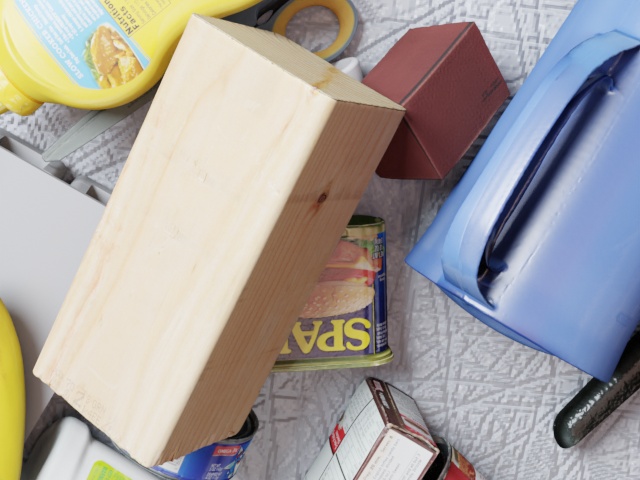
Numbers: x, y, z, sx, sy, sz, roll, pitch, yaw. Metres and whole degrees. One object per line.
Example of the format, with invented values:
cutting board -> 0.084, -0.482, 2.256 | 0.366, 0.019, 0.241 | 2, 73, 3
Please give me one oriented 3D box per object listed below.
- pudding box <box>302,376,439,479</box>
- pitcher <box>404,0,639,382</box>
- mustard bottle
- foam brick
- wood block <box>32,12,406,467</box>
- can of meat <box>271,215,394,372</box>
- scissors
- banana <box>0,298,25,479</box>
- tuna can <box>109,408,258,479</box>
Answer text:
pudding box -> 0.021, 0.148, 0.644 | 0.039, 0.090, 0.113 | 28, 98, -11
pitcher -> 0.157, -0.055, 0.589 | 0.145, 0.149, 0.243 | 29, 94, -12
mustard bottle -> -0.109, -0.124, 0.553 | 0.192, 0.058, 0.096 | -35, 99, 12
foam brick -> 0.059, -0.078, 0.597 | 0.078, 0.051, 0.053 | -49, 123, -27
wood block -> -0.053, 0.001, 0.551 | 0.090, 0.090, 0.206 | 34, 107, 21
can of meat -> -0.009, 0.029, 0.633 | 0.102, 0.057, 0.084 | -3, 100, -6
scissors -> -0.057, -0.096, 0.606 | 0.096, 0.016, 0.201 | 39, 86, -18
banana -> -0.185, 0.097, 0.563 | 0.037, 0.069, 0.198 | 9, 107, 28
tuna can -> -0.082, 0.107, 0.627 | 0.086, 0.086, 0.034 | 23, 102, -10
